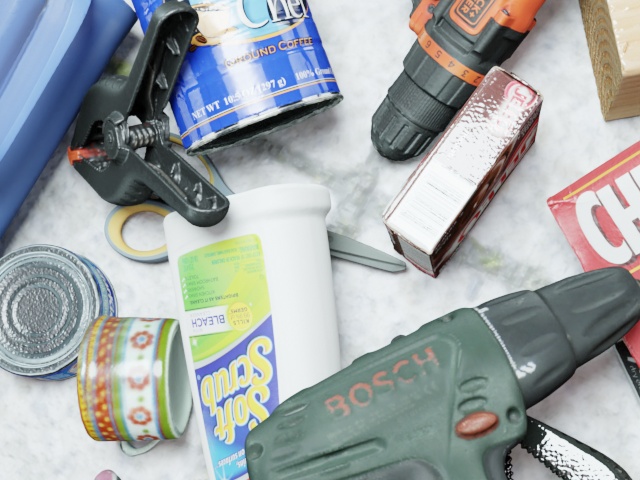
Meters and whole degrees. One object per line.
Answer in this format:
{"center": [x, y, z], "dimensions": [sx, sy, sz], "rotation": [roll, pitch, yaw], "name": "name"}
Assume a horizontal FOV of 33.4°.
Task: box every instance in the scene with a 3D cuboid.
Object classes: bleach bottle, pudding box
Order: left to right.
{"center": [-0.025, 0.099, 0.619], "dimensions": [0.103, 0.067, 0.251], "rotation": [-13, 84, 35], "name": "bleach bottle"}
{"center": [0.085, -0.037, 0.631], "dimensions": [0.039, 0.090, 0.113], "rotation": [37, 87, 14], "name": "pudding box"}

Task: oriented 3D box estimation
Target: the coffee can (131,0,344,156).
{"center": [-0.057, -0.134, 0.648], "dimensions": [0.103, 0.103, 0.140], "rotation": [-20, 91, 3], "name": "coffee can"}

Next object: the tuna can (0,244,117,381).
{"center": [-0.175, 0.046, 0.680], "dimensions": [0.086, 0.033, 0.086], "rotation": [-1, 79, 7], "name": "tuna can"}

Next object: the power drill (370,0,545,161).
{"center": [0.046, -0.168, 0.661], "dimensions": [0.188, 0.057, 0.185], "rotation": [46, 115, 18], "name": "power drill"}

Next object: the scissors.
{"center": [-0.054, 0.001, 0.681], "dimensions": [0.202, 0.016, 0.096], "rotation": [33, 87, 13], "name": "scissors"}

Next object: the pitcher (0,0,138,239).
{"center": [-0.222, -0.071, 0.655], "dimensions": [0.145, 0.149, 0.243], "rotation": [27, 87, 12], "name": "pitcher"}

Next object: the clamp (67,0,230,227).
{"center": [-0.103, -0.053, 0.622], "dimensions": [0.039, 0.172, 0.120], "rotation": [-4, 79, -30], "name": "clamp"}
